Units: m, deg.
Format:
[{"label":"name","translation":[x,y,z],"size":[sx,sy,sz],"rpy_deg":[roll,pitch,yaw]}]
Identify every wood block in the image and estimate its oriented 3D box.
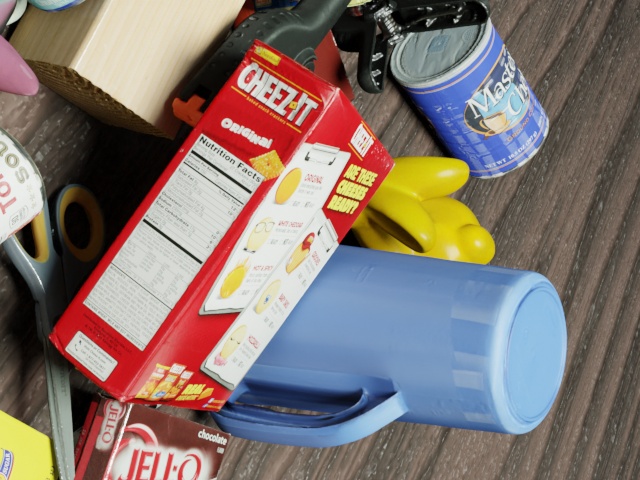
[{"label":"wood block","translation":[-0.102,-0.180,0.681],"size":[0.090,0.090,0.206],"rpy_deg":[34,78,-44]}]

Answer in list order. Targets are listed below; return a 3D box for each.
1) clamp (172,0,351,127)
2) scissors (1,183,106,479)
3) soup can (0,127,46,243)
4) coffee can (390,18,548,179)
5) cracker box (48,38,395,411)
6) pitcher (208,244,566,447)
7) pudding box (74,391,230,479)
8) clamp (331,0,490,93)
[{"label":"clamp","translation":[-0.022,-0.114,0.722],"size":[0.209,0.036,0.165],"rpy_deg":[-43,155,-39]},{"label":"scissors","translation":[-0.155,0.044,0.666],"size":[0.096,0.016,0.202],"rpy_deg":[-12,83,-59]},{"label":"soup can","translation":[-0.209,-0.013,0.581],"size":[0.102,0.069,0.068],"rpy_deg":[-45,121,-35]},{"label":"coffee can","translation":[0.145,-0.142,1.028],"size":[0.140,0.103,0.102],"rpy_deg":[48,51,-38]},{"label":"cracker box","translation":[-0.054,0.001,0.669],"size":[0.214,0.072,0.164],"rpy_deg":[-55,162,0]},{"label":"pitcher","translation":[0.039,0.075,0.758],"size":[0.144,0.243,0.149],"rpy_deg":[11,84,-53]},{"label":"pudding box","translation":[-0.115,0.155,0.697],"size":[0.113,0.039,0.090],"rpy_deg":[34,71,-55]},{"label":"clamp","translation":[0.064,-0.183,0.886],"size":[0.171,0.120,0.039],"rpy_deg":[-118,-176,-56]}]
